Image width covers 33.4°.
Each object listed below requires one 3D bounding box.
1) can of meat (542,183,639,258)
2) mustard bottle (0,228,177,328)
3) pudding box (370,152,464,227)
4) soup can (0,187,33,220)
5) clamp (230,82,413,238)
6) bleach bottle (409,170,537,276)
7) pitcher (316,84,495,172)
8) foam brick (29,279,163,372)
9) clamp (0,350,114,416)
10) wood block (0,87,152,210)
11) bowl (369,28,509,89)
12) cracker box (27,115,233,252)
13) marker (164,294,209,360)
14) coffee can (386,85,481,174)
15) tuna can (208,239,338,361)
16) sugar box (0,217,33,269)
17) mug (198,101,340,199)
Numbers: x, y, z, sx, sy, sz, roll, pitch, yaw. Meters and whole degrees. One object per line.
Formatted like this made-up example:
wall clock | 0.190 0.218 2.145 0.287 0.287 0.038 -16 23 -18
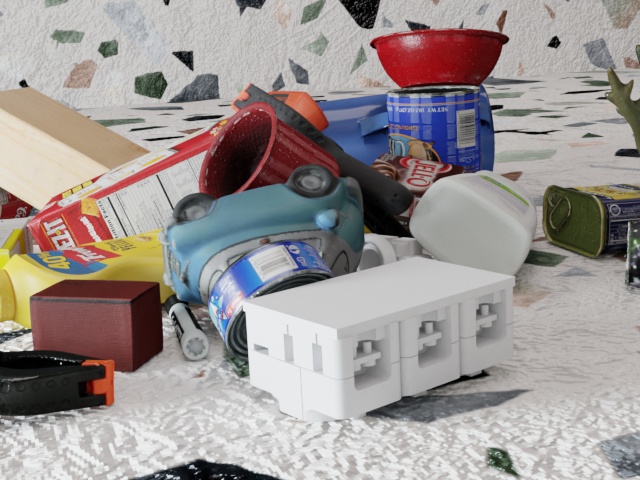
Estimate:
can of meat | 0.270 -0.022 1.001 0.083 0.057 0.102 -5 12 -18
mustard bottle | -0.190 0.032 0.855 0.191 0.058 0.096 -11 20 -32
pudding box | 0.090 -0.050 1.076 0.090 0.039 0.113 10 27 16
soup can | -0.391 -0.045 1.231 0.069 0.068 0.102 4 15 30
clamp | 0.006 -0.071 0.950 0.210 0.036 0.164 41 -8 6
bleach bottle | 0.160 -0.020 0.981 0.102 0.068 0.250 37 17 12
pitcher | 0.089 -0.125 1.315 0.242 0.149 0.145 -5 35 -6
foam brick | -0.155 0.058 0.744 0.078 0.051 0.053 1 12 15
clamp | -0.215 0.088 0.649 0.171 0.039 0.120 -1 14 10
wood block | -0.291 -0.089 1.194 0.206 0.090 0.090 28 25 23
bowl | 0.138 -0.205 1.237 0.162 0.055 0.162 -1 1 0
cracker box | -0.157 -0.044 1.021 0.213 0.072 0.164 -25 12 -1
marker | -0.100 0.061 0.789 0.020 0.020 0.121 -6 13 -13
coffee can | 0.126 -0.095 1.172 0.103 0.140 0.103 -3 12 0
tuna can | -0.031 0.040 0.710 0.085 0.086 0.034 -11 49 -32
sugar box | -0.323 0.016 0.994 0.093 0.048 0.176 -5 9 -8
mug | -0.042 -0.059 0.873 0.081 0.093 0.117 31 21 -34
